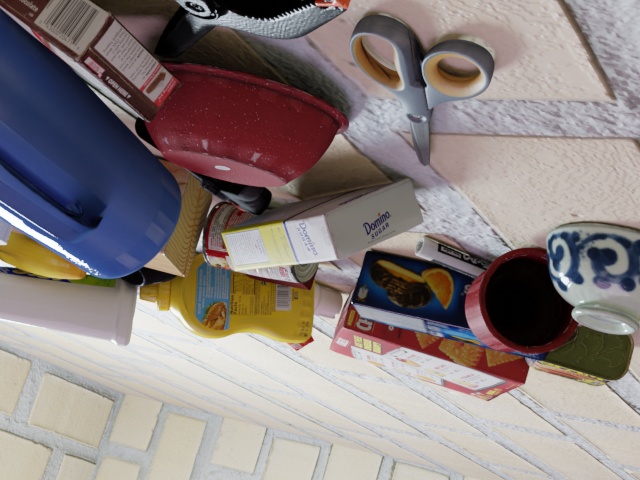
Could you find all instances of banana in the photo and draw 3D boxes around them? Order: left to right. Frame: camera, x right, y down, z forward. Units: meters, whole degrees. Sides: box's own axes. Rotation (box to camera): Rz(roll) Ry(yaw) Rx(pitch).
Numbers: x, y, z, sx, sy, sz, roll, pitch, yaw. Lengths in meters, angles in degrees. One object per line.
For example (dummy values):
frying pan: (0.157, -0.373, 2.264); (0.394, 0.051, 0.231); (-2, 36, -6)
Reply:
banana: (-0.307, 0.010, 1.132); (0.069, 0.037, 0.198); (8, -177, -30)

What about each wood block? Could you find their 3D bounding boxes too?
wood block: (-0.223, -0.040, 1.049); (0.206, 0.091, 0.090); (14, 165, 11)

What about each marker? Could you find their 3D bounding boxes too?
marker: (0.146, 0.026, 1.014); (0.121, 0.020, 0.020); (22, 164, -16)

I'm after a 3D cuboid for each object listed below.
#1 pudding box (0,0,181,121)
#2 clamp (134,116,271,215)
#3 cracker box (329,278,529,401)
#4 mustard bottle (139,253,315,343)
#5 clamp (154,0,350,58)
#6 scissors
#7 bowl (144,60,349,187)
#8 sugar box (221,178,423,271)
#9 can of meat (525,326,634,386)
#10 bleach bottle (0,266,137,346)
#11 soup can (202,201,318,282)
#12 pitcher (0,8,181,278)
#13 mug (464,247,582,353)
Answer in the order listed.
pudding box: (-0.154, -0.132, 0.684); (0.114, 0.039, 0.090); (38, 179, 29)
clamp: (-0.093, -0.061, 0.913); (0.120, 0.039, 0.171); (38, 175, 7)
cracker box: (0.128, 0.119, 1.261); (0.213, 0.072, 0.164); (18, 164, 0)
mustard bottle: (-0.104, 0.062, 1.184); (0.191, 0.096, 0.058); (4, 169, -9)
clamp: (-0.074, -0.152, 0.600); (0.210, 0.036, 0.164); (9, 163, 41)
scissors: (0.080, -0.087, 0.697); (0.096, 0.016, 0.201); (9, 163, 27)
bowl: (-0.063, -0.077, 0.769); (0.162, 0.055, 0.162); (13, 173, 1)
sugar box: (-0.002, -0.010, 0.916); (0.093, 0.048, 0.177); (-24, -169, -31)
can of meat: (0.269, 0.116, 1.125); (0.102, 0.057, 0.084); (16, 168, 8)
bleach bottle: (-0.326, 0.059, 1.150); (0.250, 0.068, 0.102); (9, -173, -10)
soup can: (-0.057, 0.001, 1.057); (0.102, 0.068, 0.068); (10, 163, 24)
pitcher: (-0.210, -0.063, 0.796); (0.145, 0.149, 0.242); (0, 151, 34)
mug: (0.190, 0.060, 0.964); (0.117, 0.093, 0.081); (9, 170, -5)
